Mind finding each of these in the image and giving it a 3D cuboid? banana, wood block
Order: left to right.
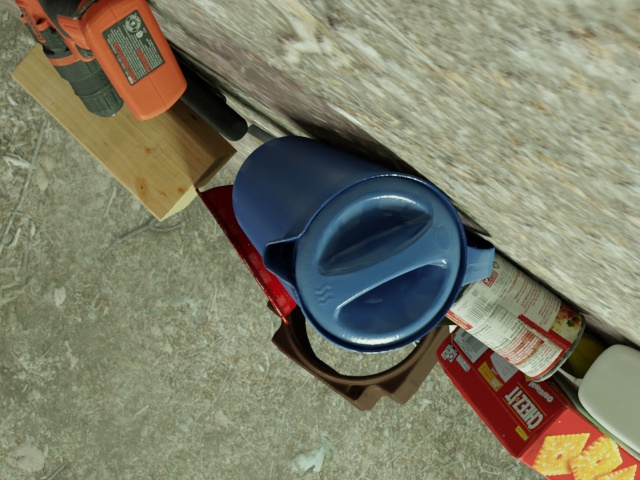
[{"bbox_3d":[-0.194,-0.128,1.075,0.206,0.090,0.090,44,-167,-1],"label":"wood block"},{"bbox_3d":[0.240,0.101,1.011,0.070,0.037,0.197,53,180,10],"label":"banana"}]

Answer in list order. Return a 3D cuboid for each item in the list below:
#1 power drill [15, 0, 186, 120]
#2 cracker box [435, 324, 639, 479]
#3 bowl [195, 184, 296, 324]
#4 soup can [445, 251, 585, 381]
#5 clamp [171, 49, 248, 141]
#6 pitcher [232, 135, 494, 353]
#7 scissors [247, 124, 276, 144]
[{"bbox_3d":[-0.189,-0.162,0.904,0.188,0.057,0.184,29,155,47],"label":"power drill"},{"bbox_3d":[0.221,0.173,0.999,0.213,0.072,0.164,38,-171,-35],"label":"cracker box"},{"bbox_3d":[-0.057,0.001,1.048,0.162,0.055,0.162,55,176,5],"label":"bowl"},{"bbox_3d":[0.155,0.059,0.872,0.102,0.068,0.068,36,179,-5],"label":"soup can"},{"bbox_3d":[-0.160,-0.176,1.037,0.210,0.036,0.164,38,-176,-13],"label":"clamp"},{"bbox_3d":[0.018,-0.011,0.861,0.149,0.145,0.243,49,177,-24],"label":"pitcher"},{"bbox_3d":[-0.015,-0.082,1.187,0.096,0.016,0.202,37,178,-41],"label":"scissors"}]
